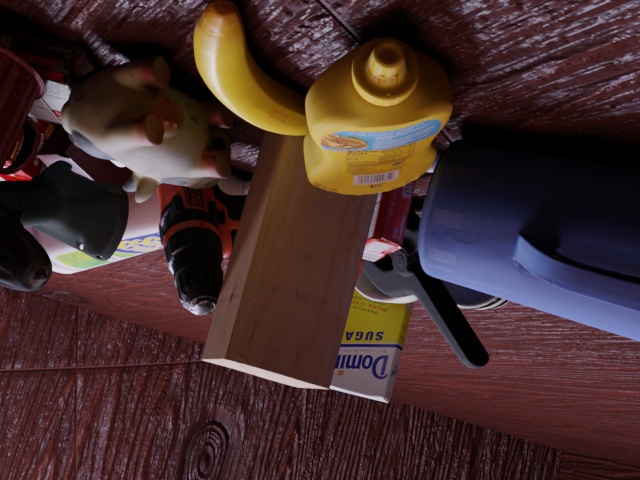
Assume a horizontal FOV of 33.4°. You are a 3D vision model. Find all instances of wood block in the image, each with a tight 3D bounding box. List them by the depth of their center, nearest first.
[{"bbox_3d":[-0.020,0.010,0.875,0.090,0.206,0.091,18,168,-16],"label":"wood block"}]

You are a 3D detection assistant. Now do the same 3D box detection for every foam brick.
[{"bbox_3d":[-0.222,-0.078,1.037,0.051,0.053,0.078,1,142,46],"label":"foam brick"}]

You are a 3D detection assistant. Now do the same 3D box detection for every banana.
[{"bbox_3d":[-0.044,-0.115,0.754,0.070,0.037,0.197,-23,156,20],"label":"banana"}]

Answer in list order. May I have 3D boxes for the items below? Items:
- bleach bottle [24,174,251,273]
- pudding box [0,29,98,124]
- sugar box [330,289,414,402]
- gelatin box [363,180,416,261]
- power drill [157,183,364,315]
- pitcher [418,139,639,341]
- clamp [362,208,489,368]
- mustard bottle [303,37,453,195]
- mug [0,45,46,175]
[{"bbox_3d":[-0.175,-0.025,1.106,0.251,0.068,0.102,-13,164,16],"label":"bleach bottle"},{"bbox_3d":[-0.225,-0.131,0.881,0.090,0.039,0.113,15,165,10],"label":"pudding box"},{"bbox_3d":[0.053,0.088,1.216,0.093,0.176,0.048,11,168,17],"label":"sugar box"},{"bbox_3d":[0.056,-0.025,0.949,0.030,0.073,0.089,16,167,-10],"label":"gelatin box"},{"bbox_3d":[-0.056,0.001,0.986,0.187,0.184,0.057,9,133,-26],"label":"power drill"},{"bbox_3d":[0.196,0.003,0.771,0.243,0.145,0.149,14,155,17],"label":"pitcher"},{"bbox_3d":[0.093,0.008,1.012,0.036,0.165,0.210,-10,-154,-33],"label":"clamp"},{"bbox_3d":[0.038,-0.084,0.711,0.096,0.058,0.191,-6,166,-3],"label":"mustard bottle"},{"bbox_3d":[-0.262,-0.093,0.817,0.093,0.081,0.117,6,157,28],"label":"mug"}]
